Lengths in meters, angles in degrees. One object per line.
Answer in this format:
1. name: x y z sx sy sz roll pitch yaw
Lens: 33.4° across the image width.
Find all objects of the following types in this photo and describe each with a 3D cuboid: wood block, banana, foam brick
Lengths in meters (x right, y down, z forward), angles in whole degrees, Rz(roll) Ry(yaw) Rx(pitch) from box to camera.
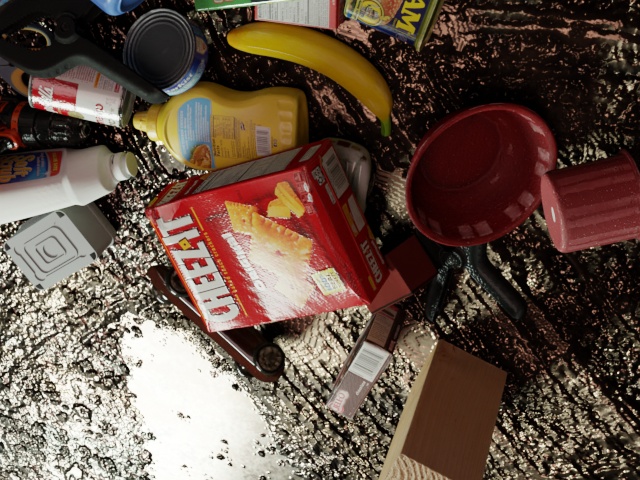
1. wood block: 0.132 0.215 1.167 0.091 0.205 0.090 26 124 3
2. banana: -0.001 -0.177 1.085 0.198 0.037 0.070 32 123 -1
3. foam brick: 0.079 0.037 1.156 0.051 0.052 0.078 56 141 -1

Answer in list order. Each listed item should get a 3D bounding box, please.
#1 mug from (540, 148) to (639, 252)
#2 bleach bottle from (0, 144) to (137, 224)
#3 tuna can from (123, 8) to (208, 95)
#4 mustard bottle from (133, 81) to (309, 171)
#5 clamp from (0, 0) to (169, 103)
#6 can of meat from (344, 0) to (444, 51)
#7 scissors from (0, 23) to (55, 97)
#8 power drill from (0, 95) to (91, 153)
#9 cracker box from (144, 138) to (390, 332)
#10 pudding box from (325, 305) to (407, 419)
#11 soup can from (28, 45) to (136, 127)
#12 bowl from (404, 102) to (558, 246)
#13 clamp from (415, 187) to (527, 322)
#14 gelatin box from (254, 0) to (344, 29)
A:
1. mug: 0.263 -0.033 1.044 0.081 0.117 0.093 -12 78 2
2. bleach bottle: -0.328 -0.069 1.234 0.251 0.102 0.068 -10 125 16
3. tuna can: -0.160 -0.195 1.108 0.086 0.033 0.086 -2 86 24
4. mustard bottle: -0.110 -0.121 1.142 0.192 0.058 0.096 7 120 15
5. clamp: -0.248 -0.206 1.093 0.210 0.036 0.164 -10 84 10
6. can of meat: 0.077 -0.243 1.009 0.084 0.057 0.102 25 123 7
7. scissors: -0.379 -0.192 1.217 0.202 0.016 0.096 -12 115 25
8. power drill: -0.367 -0.088 1.173 0.185 0.187 0.057 5 133 20
9. cracker box: -0.057 0.001 1.120 0.214 0.072 0.164 -13 113 31
10. pudding box: 0.052 0.135 1.218 0.039 0.090 0.114 29 123 -2
11. soup can: -0.254 -0.165 1.151 0.102 0.068 0.068 13 123 -1
12. bowl: 0.150 -0.075 1.059 0.162 0.055 0.162 -10 126 -14
13. clamp: 0.141 0.020 1.152 0.120 0.039 0.171 -17 106 32
14. gelatin box: -0.021 -0.252 1.052 0.089 0.030 0.073 11 122 16
